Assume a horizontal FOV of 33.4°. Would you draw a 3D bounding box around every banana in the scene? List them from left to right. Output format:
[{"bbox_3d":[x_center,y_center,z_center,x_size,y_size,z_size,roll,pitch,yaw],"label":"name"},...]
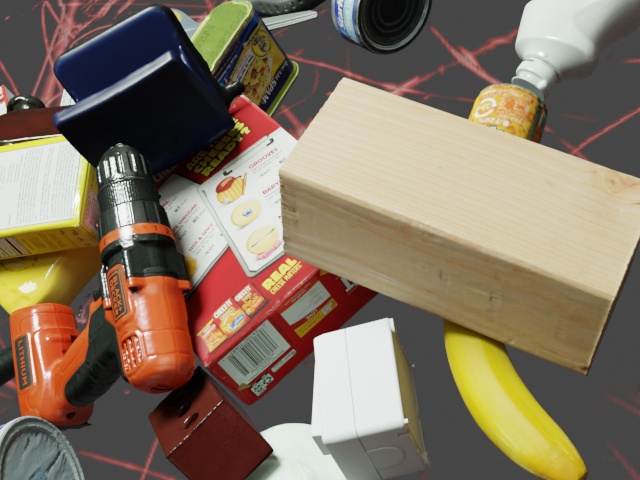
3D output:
[{"bbox_3d":[0.114,0.071,0.671,0.070,0.037,0.198,-20,46,18],"label":"banana"}]

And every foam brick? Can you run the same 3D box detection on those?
[{"bbox_3d":[-0.075,0.129,0.717,0.053,0.051,0.078,-44,20,-6],"label":"foam brick"}]

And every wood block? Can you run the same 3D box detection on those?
[{"bbox_3d":[0.086,-0.011,0.658,0.206,0.090,0.090,21,56,17],"label":"wood block"}]

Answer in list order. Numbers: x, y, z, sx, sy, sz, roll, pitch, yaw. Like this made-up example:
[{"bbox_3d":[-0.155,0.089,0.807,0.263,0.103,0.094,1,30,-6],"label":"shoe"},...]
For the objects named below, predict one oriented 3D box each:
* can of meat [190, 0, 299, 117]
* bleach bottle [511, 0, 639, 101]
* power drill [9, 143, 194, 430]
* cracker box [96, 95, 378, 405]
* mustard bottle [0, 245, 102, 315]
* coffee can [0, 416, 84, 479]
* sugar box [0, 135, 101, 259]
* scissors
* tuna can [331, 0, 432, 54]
[{"bbox_3d":[-0.076,-0.148,0.943,0.058,0.084,0.102,12,62,39],"label":"can of meat"},{"bbox_3d":[0.233,-0.206,0.806,0.103,0.068,0.250,26,74,44],"label":"bleach bottle"},{"bbox_3d":[-0.165,0.046,0.782,0.188,0.057,0.184,-38,56,43],"label":"power drill"},{"bbox_3d":[-0.055,0.001,0.815,0.164,0.072,0.214,-42,43,-5],"label":"cracker box"},{"bbox_3d":[-0.206,-0.013,0.934,0.191,0.058,0.096,-45,45,-7],"label":"mustard bottle"},{"bbox_3d":[-0.254,0.193,0.762,0.140,0.102,0.103,-20,46,19],"label":"coffee can"},{"bbox_3d":[-0.268,-0.032,0.902,0.176,0.048,0.093,-9,60,16],"label":"sugar box"},{"bbox_3d":[-0.103,-0.206,1.015,0.202,0.016,0.096,-19,48,9],"label":"scissors"},{"bbox_3d":[0.053,-0.201,0.901,0.086,0.086,0.034,-46,45,-8],"label":"tuna can"}]
